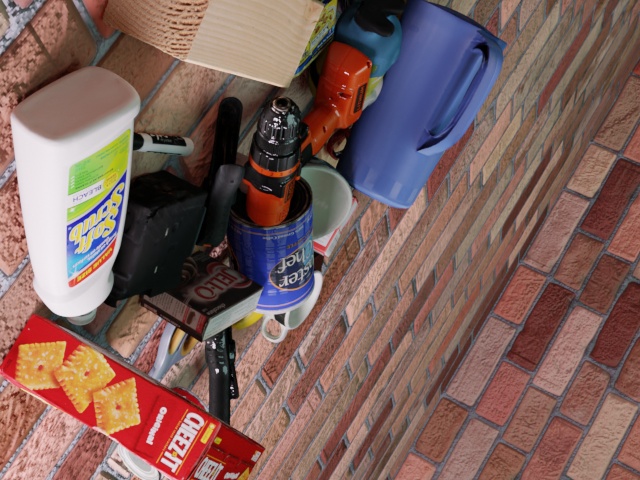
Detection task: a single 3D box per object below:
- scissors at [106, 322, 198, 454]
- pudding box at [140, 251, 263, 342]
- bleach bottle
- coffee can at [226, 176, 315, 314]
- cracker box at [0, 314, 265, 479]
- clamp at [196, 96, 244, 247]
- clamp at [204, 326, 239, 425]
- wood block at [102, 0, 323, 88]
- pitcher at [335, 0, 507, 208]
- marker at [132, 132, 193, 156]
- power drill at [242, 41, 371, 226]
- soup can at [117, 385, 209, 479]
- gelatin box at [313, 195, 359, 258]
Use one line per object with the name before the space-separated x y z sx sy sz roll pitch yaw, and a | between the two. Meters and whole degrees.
scissors | -0.190 0.161 1.276 0.202 0.016 0.096 -64 161 6
pudding box | -0.130 0.060 1.179 0.113 0.090 0.039 -32 145 -55
bleach bottle | -0.205 -0.021 0.917 0.102 0.068 0.251 -38 152 -35
coffee can | -0.058 0.002 1.237 0.102 0.103 0.140 -47 150 -37
cracker box | -0.174 0.163 1.010 0.072 0.214 0.164 -59 161 -10
clamp | -0.104 -0.050 1.113 0.120 0.039 0.172 -91 -169 -55
clamp | -0.121 0.144 1.286 0.164 0.036 0.210 -92 180 -66
wood block | -0.088 -0.202 0.940 0.091 0.090 0.205 -66 161 11
pitcher | 0.120 -0.162 1.296 0.243 0.145 0.149 -64 171 11
marker | -0.157 -0.092 1.014 0.020 0.020 0.121 -66 161 11
power drill | -0.015 -0.125 1.122 0.187 0.057 0.185 -52 168 -33
soup can | -0.189 0.235 1.297 0.102 0.069 0.068 -46 155 -38
gelatin box | -0.001 -0.032 1.417 0.089 0.073 0.030 -60 162 -10
